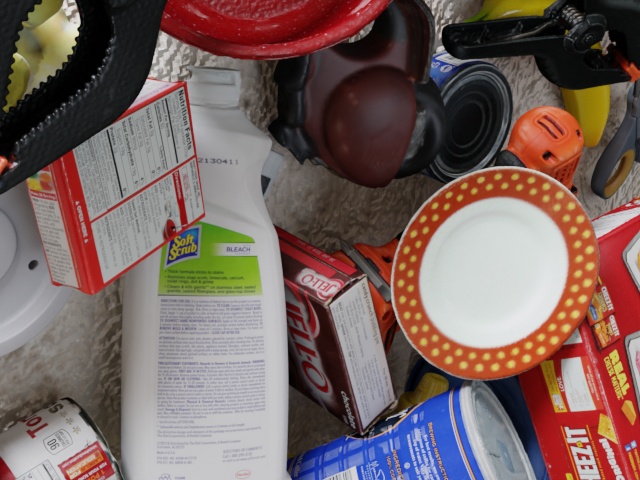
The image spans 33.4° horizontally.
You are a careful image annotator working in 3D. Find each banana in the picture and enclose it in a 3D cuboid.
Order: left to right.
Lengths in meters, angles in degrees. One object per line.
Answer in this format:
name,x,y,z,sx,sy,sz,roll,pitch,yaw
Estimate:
banana,0.165,-0.132,0.759,0.070,0.037,0.197,-48,136,14

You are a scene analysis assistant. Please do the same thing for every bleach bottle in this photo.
bleach bottle,-0.059,0.030,0.598,0.102,0.068,0.251,0,102,-20

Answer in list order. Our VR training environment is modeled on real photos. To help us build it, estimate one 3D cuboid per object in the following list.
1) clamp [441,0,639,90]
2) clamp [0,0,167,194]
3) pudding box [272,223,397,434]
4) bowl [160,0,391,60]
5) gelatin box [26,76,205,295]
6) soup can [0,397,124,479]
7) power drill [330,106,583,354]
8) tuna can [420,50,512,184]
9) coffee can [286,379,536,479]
clamp,0.167,-0.149,0.683,0.171,0.039,0.120,7,137,-43
clamp,-0.092,-0.117,0.412,0.210,0.036,0.164,-56,140,-9
pudding box,-0.003,0.054,0.660,0.039,0.090,0.113,-37,131,-23
bowl,-0.033,-0.158,0.518,0.162,0.055,0.162,1,83,-7
gelatin box,-0.094,-0.028,0.499,0.089,0.030,0.073,-40,133,-46
soup can,-0.165,0.138,0.573,0.102,0.069,0.068,-30,128,-28
power drill,0.089,0.009,0.722,0.187,0.057,0.184,-35,154,-18
tuna can,0.089,-0.081,0.714,0.085,0.034,0.086,-20,123,-34
coffee can,0.056,0.161,0.675,0.140,0.103,0.102,-27,137,17
